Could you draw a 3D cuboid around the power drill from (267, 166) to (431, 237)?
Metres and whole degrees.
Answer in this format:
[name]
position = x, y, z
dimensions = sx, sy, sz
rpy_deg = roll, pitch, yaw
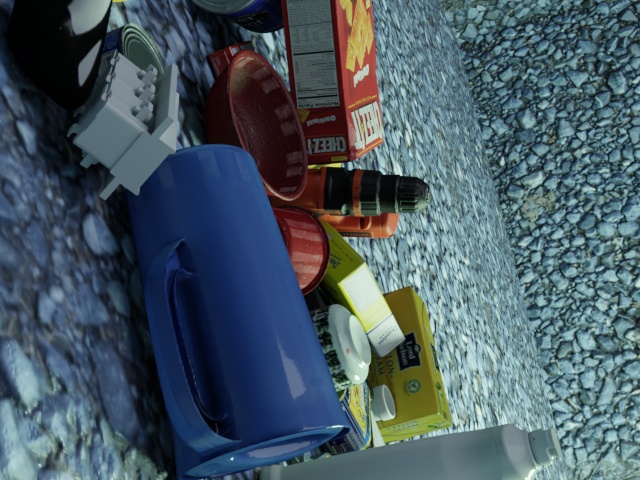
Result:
[power drill]
position = 0.043, -0.044, 1.237
dimensions = 0.187, 0.184, 0.057
rpy_deg = 41, 54, -75

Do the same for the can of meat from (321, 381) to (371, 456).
[can of meat]
position = 0.015, 0.161, 1.107
dimensions = 0.102, 0.057, 0.084
rpy_deg = -87, 156, -50

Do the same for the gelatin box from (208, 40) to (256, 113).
[gelatin box]
position = -0.089, -0.181, 1.191
dimensions = 0.089, 0.030, 0.073
rpy_deg = -52, 123, -71

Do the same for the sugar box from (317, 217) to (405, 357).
[sugar box]
position = 0.035, 0.057, 1.224
dimensions = 0.093, 0.048, 0.176
rpy_deg = 46, -12, 39

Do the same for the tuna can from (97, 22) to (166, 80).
[tuna can]
position = -0.159, -0.138, 0.903
dimensions = 0.086, 0.034, 0.086
rpy_deg = -19, 90, -74

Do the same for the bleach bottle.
[bleach bottle]
position = 0.080, 0.205, 0.921
dimensions = 0.102, 0.251, 0.068
rpy_deg = 46, 30, -56

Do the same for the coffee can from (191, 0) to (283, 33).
[coffee can]
position = -0.085, -0.295, 1.198
dimensions = 0.140, 0.103, 0.103
rpy_deg = -6, 78, -74

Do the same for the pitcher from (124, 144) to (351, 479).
[pitcher]
position = -0.076, 0.052, 0.809
dimensions = 0.149, 0.144, 0.243
rpy_deg = 128, -52, -61

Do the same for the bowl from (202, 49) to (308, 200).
[bowl]
position = -0.074, -0.112, 1.099
dimensions = 0.162, 0.055, 0.162
rpy_deg = 47, 34, -47

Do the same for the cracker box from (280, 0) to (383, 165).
[cracker box]
position = 0.018, -0.203, 1.223
dimensions = 0.164, 0.072, 0.214
rpy_deg = -38, 124, -69

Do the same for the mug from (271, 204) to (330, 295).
[mug]
position = -0.057, 0.001, 1.014
dimensions = 0.117, 0.093, 0.081
rpy_deg = 44, 13, 19
